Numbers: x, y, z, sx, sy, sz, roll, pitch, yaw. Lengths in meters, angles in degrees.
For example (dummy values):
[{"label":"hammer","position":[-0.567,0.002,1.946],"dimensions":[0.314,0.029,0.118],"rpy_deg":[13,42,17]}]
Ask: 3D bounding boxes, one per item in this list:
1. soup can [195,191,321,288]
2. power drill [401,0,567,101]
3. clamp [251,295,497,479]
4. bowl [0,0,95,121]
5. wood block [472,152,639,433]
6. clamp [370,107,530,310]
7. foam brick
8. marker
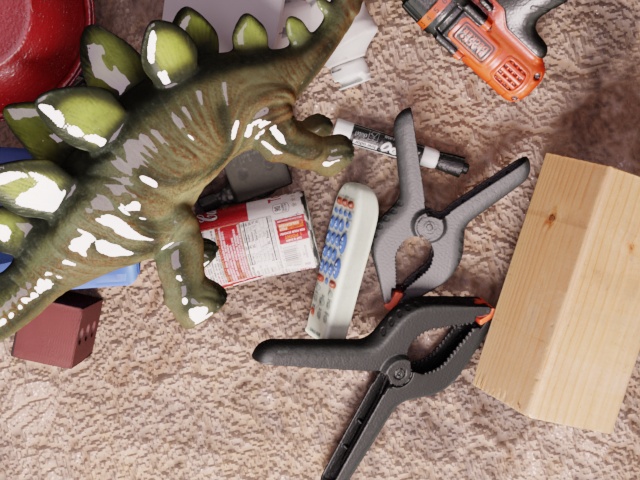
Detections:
[{"label":"soup can","position":[-0.056,0.001,0.900],"dimensions":[0.102,0.068,0.068],"rpy_deg":[-13,95,0]},{"label":"power drill","position":[0.153,-0.231,0.858],"dimensions":[0.184,0.057,0.188],"rpy_deg":[41,119,-8]},{"label":"clamp","position":[0.052,0.101,0.901],"dimensions":[0.210,0.036,0.164],"rpy_deg":[-36,120,-5]},{"label":"bowl","position":[-0.256,-0.172,0.807],"dimensions":[0.162,0.055,0.162],"rpy_deg":[0,95,1]},{"label":"wood block","position":[0.212,0.042,0.880],"dimensions":[0.090,0.091,0.206],"rpy_deg":[15,95,-26]},{"label":"clamp","position":[0.102,-0.018,0.905],"dimensions":[0.120,0.039,0.171],"rpy_deg":[16,107,4]},{"label":"foam brick","position":[-0.221,0.072,0.901],"dimensions":[0.051,0.078,0.053],"rpy_deg":[13,94,0]},{"label":"marker","position":[0.070,-0.079,0.918],"dimensions":[0.121,0.020,0.020],"rpy_deg":[17,94,-2]}]
